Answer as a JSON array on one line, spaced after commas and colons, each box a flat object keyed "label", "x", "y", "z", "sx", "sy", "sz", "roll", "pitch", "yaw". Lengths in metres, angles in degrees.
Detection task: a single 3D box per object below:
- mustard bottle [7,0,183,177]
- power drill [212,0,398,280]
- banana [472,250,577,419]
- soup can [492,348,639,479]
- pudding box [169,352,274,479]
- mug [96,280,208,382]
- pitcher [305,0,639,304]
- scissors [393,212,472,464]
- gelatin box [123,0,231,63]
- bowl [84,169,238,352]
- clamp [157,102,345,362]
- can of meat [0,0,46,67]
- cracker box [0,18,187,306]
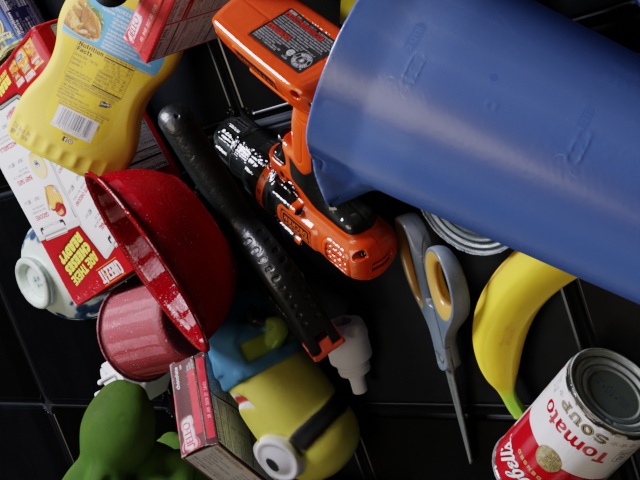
[{"label": "mustard bottle", "x": -0.159, "y": -0.146, "z": 0.823, "sx": 0.096, "sy": 0.058, "sz": 0.192, "roll": 26, "pitch": 99, "yaw": -5}, {"label": "power drill", "x": -0.021, "y": -0.078, "z": 0.731, "sx": 0.185, "sy": 0.057, "sz": 0.187, "roll": 39, "pitch": 156, "yaw": 31}, {"label": "banana", "x": 0.144, "y": 0.034, "z": 0.683, "sx": 0.069, "sy": 0.037, "sz": 0.198, "roll": 30, "pitch": 133, "yaw": 7}, {"label": "soup can", "x": 0.164, "y": 0.125, "z": 0.685, "sx": 0.068, "sy": 0.068, "sz": 0.102, "roll": 45, "pitch": 135, "yaw": 18}, {"label": "pudding box", "x": -0.082, "y": 0.159, "z": 0.901, "sx": 0.039, "sy": 0.113, "sz": 0.090, "roll": -24, "pitch": 50, "yaw": 13}, {"label": "mug", "x": -0.128, "y": 0.082, "z": 0.943, "sx": 0.082, "sy": 0.093, "sz": 0.117, "roll": -17, "pitch": 128, "yaw": 43}, {"label": "pitcher", "x": 0.128, "y": -0.060, "z": 0.557, "sx": 0.243, "sy": 0.144, "sz": 0.149, "roll": 27, "pitch": 140, "yaw": 12}, {"label": "scissors", "x": 0.094, "y": 0.077, "z": 0.742, "sx": 0.096, "sy": 0.016, "sz": 0.202, "roll": -163, "pitch": 53, "yaw": -74}, {"label": "gelatin box", "x": -0.091, "y": -0.171, "z": 0.760, "sx": 0.030, "sy": 0.089, "sz": 0.073, "roll": 49, "pitch": 137, "yaw": 12}, {"label": "bowl", "x": -0.110, "y": 0.004, "z": 0.799, "sx": 0.162, "sy": 0.055, "sz": 0.162, "roll": 50, "pitch": 163, "yaw": 20}, {"label": "clamp", "x": -0.055, "y": 0.001, "z": 0.817, "sx": 0.210, "sy": 0.036, "sz": 0.164, "roll": 54, "pitch": 171, "yaw": 3}, {"label": "can of meat", "x": -0.299, "y": -0.202, "z": 0.974, "sx": 0.102, "sy": 0.057, "sz": 0.084, "roll": -22, "pitch": 98, "yaw": 49}, {"label": "cracker box", "x": -0.209, "y": -0.069, "z": 0.946, "sx": 0.164, "sy": 0.071, "sz": 0.214, "roll": -29, "pitch": 91, "yaw": 48}]
